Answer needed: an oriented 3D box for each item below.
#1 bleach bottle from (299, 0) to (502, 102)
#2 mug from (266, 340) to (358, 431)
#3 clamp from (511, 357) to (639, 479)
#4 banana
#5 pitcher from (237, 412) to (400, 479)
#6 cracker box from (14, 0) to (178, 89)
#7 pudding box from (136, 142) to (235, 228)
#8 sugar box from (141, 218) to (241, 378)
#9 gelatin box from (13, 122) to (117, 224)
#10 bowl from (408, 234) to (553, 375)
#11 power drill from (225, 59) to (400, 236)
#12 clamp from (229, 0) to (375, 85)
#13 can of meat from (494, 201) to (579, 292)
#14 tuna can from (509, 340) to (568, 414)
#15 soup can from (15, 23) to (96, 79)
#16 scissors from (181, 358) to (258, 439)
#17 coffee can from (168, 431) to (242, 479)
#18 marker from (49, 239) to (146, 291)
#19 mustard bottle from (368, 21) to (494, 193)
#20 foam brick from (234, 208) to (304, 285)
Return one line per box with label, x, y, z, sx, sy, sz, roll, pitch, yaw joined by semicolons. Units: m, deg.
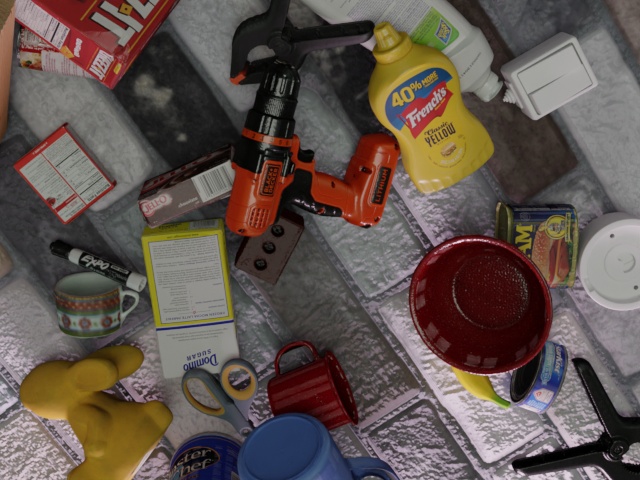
bleach bottle;0.088;-0.228;1.141;0.250;0.068;0.103;36;107;-15
mug;-0.015;0.175;1.245;0.081;0.093;0.117;-23;89;9
clamp;0.357;0.238;1.303;0.210;0.036;0.165;17;105;-10
banana;0.178;0.103;1.250;0.070;0.037;0.198;-7;102;16
pitcher;0.004;0.304;1.219;0.145;0.149;0.243;5;136;29
cracker box;-0.245;-0.283;1.064;0.213;0.072;0.164;36;65;-11
pudding box;-0.141;-0.061;1.165;0.113;0.090;0.039;-22;108;3
sugar box;-0.146;0.067;1.227;0.093;0.048;0.176;-5;110;-1
gelatin box;-0.282;-0.074;1.186;0.073;0.030;0.089;-37;105;7
bowl;0.182;0.065;1.182;0.162;0.055;0.162;7;107;23
power drill;-0.006;-0.089;1.136;0.187;0.057;0.184;6;107;-36
clamp;-0.028;-0.211;1.116;0.120;0.039;0.172;35;137;-15
can of meat;0.246;0.007;1.220;0.084;0.057;0.102;0;106;-5
tuna can;0.254;0.157;1.249;0.033;0.086;0.086;20;104;-7
soup can;-0.263;-0.209;1.127;0.102;0.068;0.068;8;106;-5
scissors;-0.079;0.208;1.261;0.096;0.016;0.201;-37;118;17
coffee can;-0.130;0.301;1.246;0.103;0.140;0.103;-1;107;-3
marker;-0.252;0.027;1.202;0.121;0.020;0.020;22;105;14
mustard bottle;0.105;-0.147;1.122;0.096;0.058;0.191;-30;120;4
foam brick;-0.058;0.001;1.207;0.053;0.051;0.078;25;104;-9
